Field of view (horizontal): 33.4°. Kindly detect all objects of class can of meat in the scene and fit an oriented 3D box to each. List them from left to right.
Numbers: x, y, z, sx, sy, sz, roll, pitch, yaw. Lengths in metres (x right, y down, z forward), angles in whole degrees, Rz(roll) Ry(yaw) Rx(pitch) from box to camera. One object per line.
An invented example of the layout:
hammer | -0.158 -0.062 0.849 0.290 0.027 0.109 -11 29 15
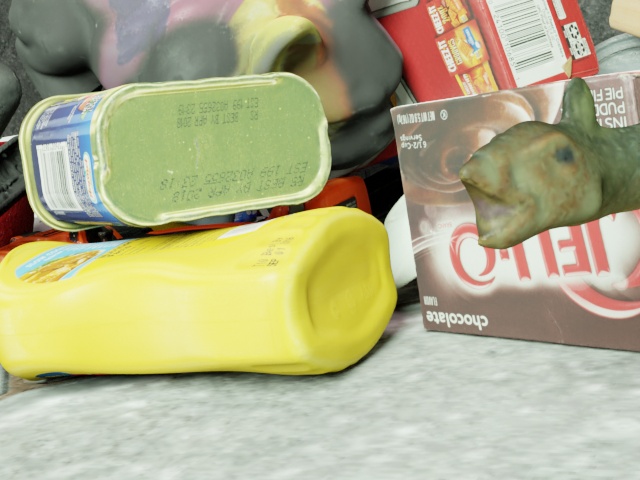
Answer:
can of meat | -0.058 -0.036 0.428 0.101 0.057 0.084 -11 8 -30

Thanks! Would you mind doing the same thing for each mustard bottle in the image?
mustard bottle | -0.073 0.025 0.426 0.192 0.058 0.096 -5 9 27

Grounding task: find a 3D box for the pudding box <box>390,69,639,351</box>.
pudding box | 0.080 -0.011 0.383 0.039 0.090 0.114 -13 8 -35

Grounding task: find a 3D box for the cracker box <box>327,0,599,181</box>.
cracker box | 0.032 -0.129 0.577 0.072 0.164 0.214 -23 3 -31

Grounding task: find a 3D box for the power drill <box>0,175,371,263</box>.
power drill | -0.068 0.008 0.562 0.188 0.057 0.184 -9 8 14
